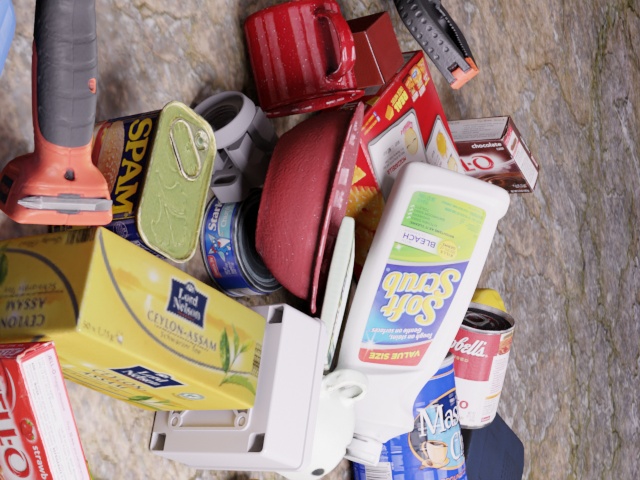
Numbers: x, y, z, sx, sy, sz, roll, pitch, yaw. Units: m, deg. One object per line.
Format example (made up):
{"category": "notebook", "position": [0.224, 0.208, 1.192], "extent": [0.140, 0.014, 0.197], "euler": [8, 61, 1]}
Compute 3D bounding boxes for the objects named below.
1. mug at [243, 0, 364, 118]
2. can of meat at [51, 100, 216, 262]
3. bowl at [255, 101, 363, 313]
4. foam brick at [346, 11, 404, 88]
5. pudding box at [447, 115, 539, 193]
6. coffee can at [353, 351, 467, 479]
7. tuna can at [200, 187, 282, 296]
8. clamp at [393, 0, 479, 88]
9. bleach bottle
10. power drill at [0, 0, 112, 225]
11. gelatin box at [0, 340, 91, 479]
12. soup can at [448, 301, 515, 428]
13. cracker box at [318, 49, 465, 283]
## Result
{"category": "mug", "position": [-0.011, -0.152, 0.870], "extent": [0.093, 0.117, 0.081], "euler": [-13, 91, -30]}
{"category": "can of meat", "position": [-0.123, -0.034, 0.699], "extent": [0.057, 0.084, 0.102], "euler": [36, 56, -49]}
{"category": "bowl", "position": [-0.011, -0.030, 0.798], "extent": [0.162, 0.055, 0.162], "euler": [13, 89, -85]}
{"category": "foam brick", "position": [0.027, -0.167, 0.960], "extent": [0.051, 0.078, 0.053], "euler": [-48, 125, -47]}
{"category": "pudding box", "position": [0.162, -0.087, 1.126], "extent": [0.090, 0.114, 0.039], "euler": [48, 50, -42]}
{"category": "coffee can", "position": [0.076, 0.175, 0.960], "extent": [0.102, 0.103, 0.140], "euler": [-10, 94, -57]}
{"category": "tuna can", "position": [-0.056, 0.001, 0.846], "extent": [0.086, 0.034, 0.086], "euler": [13, 74, -56]}
{"category": "clamp", "position": [0.098, -0.235, 1.051], "extent": [0.164, 0.036, 0.210], "euler": [4, 52, -60]}
{"category": "bleach bottle", "position": [0.076, 0.065, 0.889], "extent": [0.068, 0.102, 0.251], "euler": [109, -1, -75]}
{"category": "power drill", "position": [-0.157, -0.108, 0.618], "extent": [0.057, 0.185, 0.188], "euler": [0, 100, -24]}
{"category": "gelatin box", "position": [-0.175, 0.102, 0.606], "extent": [0.030, 0.073, 0.089], "euler": [-29, 110, -54]}
{"category": "soup can", "position": [0.140, 0.117, 1.008], "extent": [0.068, 0.069, 0.102], "euler": [-22, 126, -56]}
{"category": "cracker box", "position": [0.073, -0.049, 1.021], "extent": [0.164, 0.072, 0.213], "euler": [-53, 129, -46]}
